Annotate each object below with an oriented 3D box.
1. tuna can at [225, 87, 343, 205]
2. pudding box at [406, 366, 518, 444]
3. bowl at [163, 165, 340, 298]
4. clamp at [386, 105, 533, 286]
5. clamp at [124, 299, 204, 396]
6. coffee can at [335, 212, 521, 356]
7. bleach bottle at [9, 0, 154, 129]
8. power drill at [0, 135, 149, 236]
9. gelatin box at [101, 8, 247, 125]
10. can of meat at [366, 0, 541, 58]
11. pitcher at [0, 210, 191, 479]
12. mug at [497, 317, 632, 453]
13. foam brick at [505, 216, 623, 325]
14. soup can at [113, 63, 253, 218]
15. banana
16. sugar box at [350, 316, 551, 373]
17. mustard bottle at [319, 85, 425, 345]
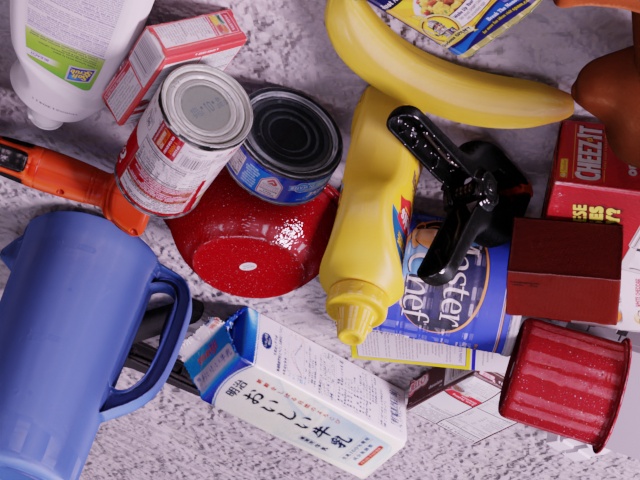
[{"bbox_3d":[-0.027,-0.070,0.776,0.086,0.086,0.034,22,141,-11],"label":"tuna can"},{"bbox_3d":[0.152,0.152,1.045,0.090,0.039,0.114,28,143,-19],"label":"pudding box"},{"bbox_3d":[-0.056,0.001,0.874,0.162,0.055,0.162,4,145,3],"label":"bowl"},{"bbox_3d":[0.101,-0.042,0.755,0.039,0.171,0.120,-8,97,32],"label":"clamp"},{"bbox_3d":[-0.208,0.098,1.091,0.210,0.036,0.165,10,142,-1],"label":"clamp"},{"bbox_3d":[0.090,0.031,0.854,0.140,0.102,0.103,9,143,6],"label":"coffee can"},{"bbox_3d":[-0.172,-0.159,0.728,0.102,0.068,0.251,26,144,-11],"label":"bleach bottle"},{"bbox_3d":[-0.218,-0.058,0.818,0.187,0.057,0.184,20,180,-10],"label":"power drill"},{"bbox_3d":[-0.103,-0.121,0.747,0.030,0.073,0.089,59,139,9],"label":"gelatin box"},{"bbox_3d":[0.081,-0.163,0.637,0.083,0.057,0.102,27,152,-20],"label":"can of meat"},{"bbox_3d":[-0.223,0.106,0.935,0.149,0.242,0.144,-20,133,38],"label":"pitcher"},{"bbox_3d":[0.189,0.107,0.839,0.081,0.117,0.093,16,101,8],"label":"mug"},{"bbox_3d":[0.170,0.020,0.743,0.078,0.051,0.053,6,141,14],"label":"foam brick"},{"bbox_3d":[-0.096,-0.067,0.739,0.068,0.068,0.102,25,145,-15],"label":"soup can"},{"bbox_3d":[0.076,-0.117,0.722,0.197,0.037,0.070,27,143,-17],"label":"banana"},{"bbox_3d":[0.114,0.073,0.950,0.176,0.048,0.093,3,142,8],"label":"sugar box"},{"bbox_3d":[0.036,-0.011,0.742,0.058,0.191,0.096,7,143,9],"label":"mustard bottle"}]
